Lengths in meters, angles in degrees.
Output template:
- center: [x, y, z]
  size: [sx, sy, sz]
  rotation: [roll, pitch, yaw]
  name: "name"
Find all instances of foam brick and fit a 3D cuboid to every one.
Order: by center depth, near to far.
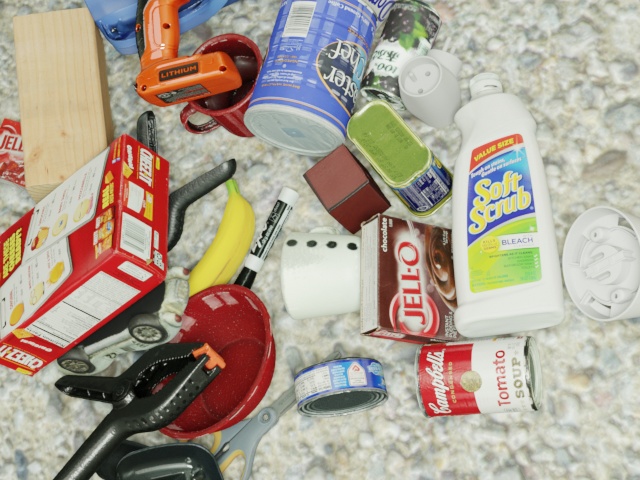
- center: [0.028, -0.049, 1.055]
  size: [0.051, 0.078, 0.053]
  rotation: [-37, 65, 7]
  name: "foam brick"

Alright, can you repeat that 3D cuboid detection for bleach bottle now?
- center: [0.163, -0.040, 1.003]
  size: [0.103, 0.068, 0.251]
  rotation: [-9, 68, 11]
  name: "bleach bottle"

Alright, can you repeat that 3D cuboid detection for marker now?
- center: [-0.057, 0.001, 1.106]
  size: [0.020, 0.020, 0.121]
  rotation: [24, 84, 27]
  name: "marker"

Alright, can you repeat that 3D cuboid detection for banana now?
- center: [-0.122, 0.031, 1.117]
  size: [0.070, 0.037, 0.198]
  rotation: [28, 83, 51]
  name: "banana"

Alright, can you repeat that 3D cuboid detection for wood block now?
- center: [-0.281, -0.143, 1.188]
  size: [0.090, 0.091, 0.206]
  rotation: [-8, 72, -5]
  name: "wood block"

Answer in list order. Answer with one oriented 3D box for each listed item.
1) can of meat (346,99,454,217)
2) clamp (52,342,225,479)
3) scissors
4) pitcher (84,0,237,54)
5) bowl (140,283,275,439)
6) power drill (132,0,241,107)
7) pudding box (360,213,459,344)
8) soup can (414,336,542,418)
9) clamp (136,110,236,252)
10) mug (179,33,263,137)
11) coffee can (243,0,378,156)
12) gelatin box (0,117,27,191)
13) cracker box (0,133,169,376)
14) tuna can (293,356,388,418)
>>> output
- center: [0.078, -0.081, 1.040]
  size: [0.057, 0.083, 0.102]
  rotation: [-41, 62, 6]
  name: "can of meat"
- center: [-0.184, 0.163, 1.018]
  size: [0.210, 0.036, 0.164]
  rotation: [-25, 38, 21]
  name: "clamp"
- center: [-0.070, 0.171, 1.058]
  size: [0.096, 0.016, 0.202]
  rotation: [33, 87, 28]
  name: "scissors"
- center: [-0.139, -0.303, 1.180]
  size: [0.243, 0.145, 0.149]
  rotation: [-18, 94, 13]
  name: "pitcher"
- center: [-0.099, 0.126, 1.049]
  size: [0.162, 0.055, 0.162]
  rotation: [-20, 52, 27]
  name: "bowl"
- center: [-0.132, -0.241, 1.085]
  size: [0.184, 0.057, 0.187]
  rotation: [-14, 78, 14]
  name: "power drill"
- center: [0.083, 0.039, 0.996]
  size: [0.039, 0.089, 0.113]
  rotation: [-30, 55, 54]
  name: "pudding box"
- center: [0.142, 0.123, 0.956]
  size: [0.102, 0.068, 0.068]
  rotation: [-7, 71, 20]
  name: "soup can"
- center: [-0.163, -0.041, 1.140]
  size: [0.120, 0.039, 0.171]
  rotation: [23, 102, 18]
  name: "clamp"
- center: [-0.097, -0.153, 1.138]
  size: [0.117, 0.081, 0.093]
  rotation: [-38, 63, 7]
  name: "mug"
- center: [-0.008, -0.168, 1.065]
  size: [0.103, 0.102, 0.140]
  rotation: [8, 72, 25]
  name: "coffee can"
- center: [-0.348, -0.099, 1.254]
  size: [0.089, 0.030, 0.073]
  rotation: [18, 79, 26]
  name: "gelatin box"
- center: [-0.245, 0.017, 1.080]
  size: [0.214, 0.072, 0.164]
  rotation: [-35, 41, 28]
  name: "cracker box"
- center: [0.019, 0.137, 0.993]
  size: [0.086, 0.086, 0.034]
  rotation: [-17, 66, 17]
  name: "tuna can"
